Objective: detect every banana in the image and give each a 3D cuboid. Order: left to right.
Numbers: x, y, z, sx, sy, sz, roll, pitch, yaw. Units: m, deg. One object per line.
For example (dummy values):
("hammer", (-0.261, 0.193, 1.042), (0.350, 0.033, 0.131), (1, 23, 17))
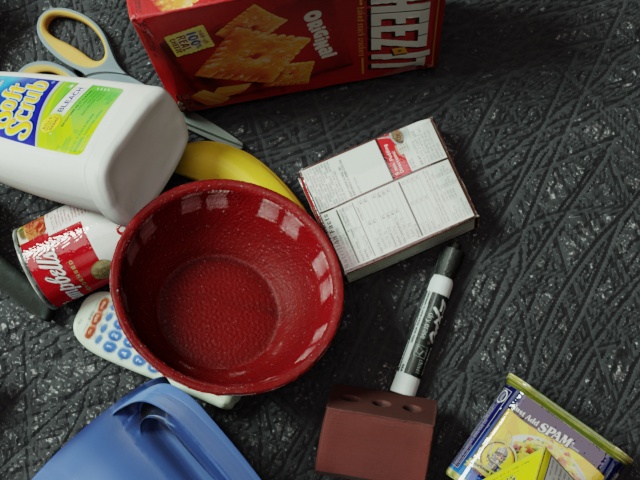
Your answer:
("banana", (-0.047, -0.015, 0.812), (0.198, 0.037, 0.070), (42, 102, 13))

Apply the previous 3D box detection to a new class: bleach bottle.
("bleach bottle", (-0.226, -0.080, 0.800), (0.251, 0.068, 0.102), (11, 56, 28))

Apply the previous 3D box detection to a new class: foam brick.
("foam brick", (0.040, 0.138, 0.753), (0.078, 0.053, 0.051), (8, 103, 6))

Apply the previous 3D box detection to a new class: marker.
("marker", (0.081, 0.058, 0.791), (0.020, 0.020, 0.121), (19, 80, 9))

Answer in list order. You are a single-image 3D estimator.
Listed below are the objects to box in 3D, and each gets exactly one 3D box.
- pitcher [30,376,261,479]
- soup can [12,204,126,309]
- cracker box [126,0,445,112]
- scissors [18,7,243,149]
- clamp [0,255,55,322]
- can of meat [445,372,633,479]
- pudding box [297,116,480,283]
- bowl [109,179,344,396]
("pitcher", (-0.075, 0.214, 0.713), (0.145, 0.149, 0.243), (-44, 81, -4))
("soup can", (-0.169, 0.000, 0.803), (0.102, 0.068, 0.068), (-25, 77, -1))
("cracker box", (-0.020, -0.166, 0.767), (0.213, 0.164, 0.072), (-10, 74, 0))
("scissors", (-0.164, -0.107, 0.853), (0.202, 0.016, 0.096), (43, 87, 12))
("clamp", (-0.293, 0.013, 0.810), (0.120, 0.039, 0.171), (-30, 92, -8))
("can of meat", (0.150, 0.157, 0.744), (0.102, 0.057, 0.084), (35, 86, 12))
("pudding box", (0.051, -0.031, 0.804), (0.113, 0.039, 0.090), (-23, 77, 2))
("bowl", (-0.067, 0.039, 0.747), (0.162, 0.055, 0.162), (6, 63, -11))
